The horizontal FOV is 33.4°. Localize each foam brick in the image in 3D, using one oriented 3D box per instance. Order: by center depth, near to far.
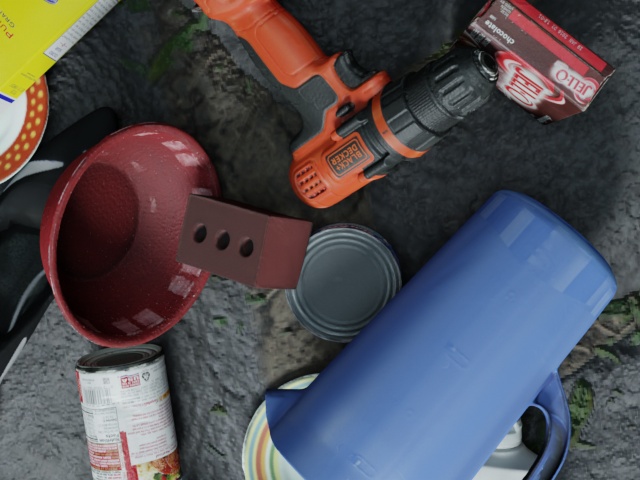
[{"bbox_3d":[-0.055,0.001,0.766,0.078,0.051,0.053,15,95,34],"label":"foam brick"}]

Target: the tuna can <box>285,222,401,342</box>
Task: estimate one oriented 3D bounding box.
[{"bbox_3d":[0.018,0.030,0.790,0.086,0.033,0.086,1,100,6],"label":"tuna can"}]

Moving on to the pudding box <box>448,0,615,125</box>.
[{"bbox_3d":[0.137,-0.121,0.711,0.090,0.113,0.039,39,93,-1],"label":"pudding box"}]

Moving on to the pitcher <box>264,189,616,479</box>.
[{"bbox_3d":[0.095,0.094,0.731,0.243,0.145,0.149,-49,125,-1],"label":"pitcher"}]

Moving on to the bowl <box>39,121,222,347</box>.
[{"bbox_3d":[-0.143,-0.008,0.760,0.055,0.161,0.162,15,103,36],"label":"bowl"}]

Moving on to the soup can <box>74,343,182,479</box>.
[{"bbox_3d":[-0.145,0.136,0.808,0.068,0.068,0.102,-6,99,7],"label":"soup can"}]

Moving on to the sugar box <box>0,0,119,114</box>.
[{"bbox_3d":[-0.238,-0.152,0.764,0.176,0.048,0.093,-44,86,0],"label":"sugar box"}]

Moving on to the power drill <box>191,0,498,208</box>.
[{"bbox_3d":[0.009,-0.131,0.720,0.185,0.057,0.187,-32,91,40],"label":"power drill"}]
